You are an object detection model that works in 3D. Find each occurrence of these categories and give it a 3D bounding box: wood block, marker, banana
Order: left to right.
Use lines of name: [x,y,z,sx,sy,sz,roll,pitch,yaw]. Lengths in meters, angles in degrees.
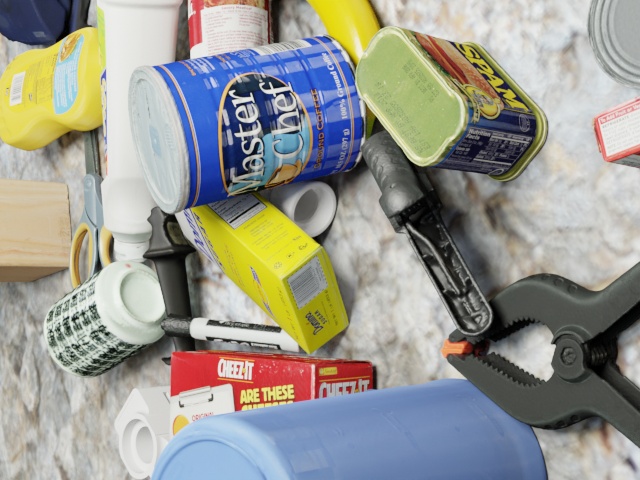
wood block: [-0.354,-0.011,1.030,0.091,0.205,0.090,-16,77,44]
marker: [-0.070,0.072,0.838,0.121,0.020,0.020,5,92,20]
banana: [0.005,-0.167,0.792,0.070,0.037,0.198,-41,61,35]

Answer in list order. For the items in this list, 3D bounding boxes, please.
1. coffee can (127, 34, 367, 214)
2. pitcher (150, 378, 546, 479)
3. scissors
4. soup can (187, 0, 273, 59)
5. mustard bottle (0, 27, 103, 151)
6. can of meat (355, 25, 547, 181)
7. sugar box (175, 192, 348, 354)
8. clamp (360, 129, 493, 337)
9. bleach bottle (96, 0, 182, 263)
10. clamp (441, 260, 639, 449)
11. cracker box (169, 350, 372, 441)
coffee can: [-0.053,-0.084,0.754,0.103,0.140,0.103,45,143,49]
pitcher: [0.027,0.155,0.615,0.149,0.242,0.145,-10,80,38]
scissors: [-0.205,-0.046,1.016,0.096,0.016,0.202,3,86,40]
soup can: [-0.070,-0.152,0.846,0.069,0.068,0.102,-9,82,45]
mustard bottle: [-0.230,-0.149,1.008,0.192,0.058,0.096,-11,68,40]
can of meat: [0.081,-0.088,0.681,0.058,0.083,0.102,-54,54,29]
sugar box: [-0.056,0.001,0.811,0.176,0.048,0.093,37,156,39]
clamp: [0.055,-0.027,0.681,0.039,0.120,0.171,-27,41,2]
bleach bottle: [-0.157,-0.098,0.908,0.103,0.068,0.251,-124,36,-64]
clamp: [0.161,0.076,0.627,0.210,0.036,0.164,-13,79,46]
cracker box: [-0.039,0.193,0.801,0.164,0.071,0.214,-2,87,45]
